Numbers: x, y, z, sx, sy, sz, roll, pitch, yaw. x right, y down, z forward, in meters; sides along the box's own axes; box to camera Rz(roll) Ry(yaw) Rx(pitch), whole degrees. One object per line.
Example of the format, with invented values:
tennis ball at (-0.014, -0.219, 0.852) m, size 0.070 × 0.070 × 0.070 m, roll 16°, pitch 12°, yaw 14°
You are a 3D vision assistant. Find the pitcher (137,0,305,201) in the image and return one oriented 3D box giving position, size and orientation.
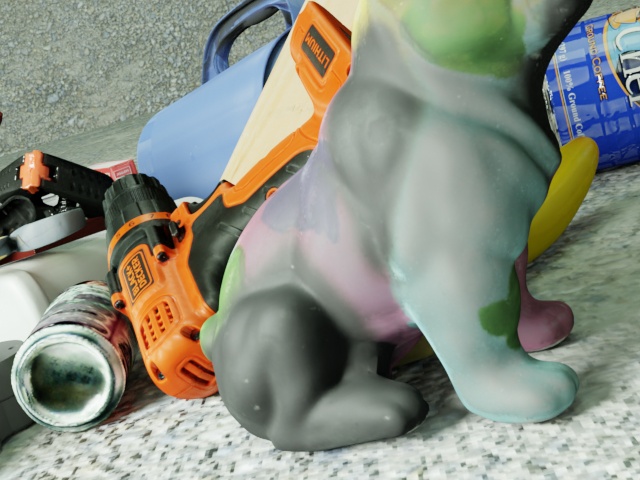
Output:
pitcher at (-0.060, -0.101, 0.915) m, size 0.243 × 0.144 × 0.149 m, roll -13°, pitch 48°, yaw 52°

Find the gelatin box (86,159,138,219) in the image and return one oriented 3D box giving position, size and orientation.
gelatin box at (-0.197, -0.037, 1.012) m, size 0.030 × 0.073 × 0.089 m, roll -25°, pitch 15°, yaw -34°

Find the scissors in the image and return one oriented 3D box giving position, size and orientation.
scissors at (-0.203, 0.005, 0.674) m, size 0.096 × 0.016 × 0.202 m, roll -23°, pitch 6°, yaw -27°

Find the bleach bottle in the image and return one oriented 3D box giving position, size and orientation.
bleach bottle at (-0.137, 0.018, 0.733) m, size 0.103 × 0.068 × 0.250 m, roll -11°, pitch 12°, yaw 35°

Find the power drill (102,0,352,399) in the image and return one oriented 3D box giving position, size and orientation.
power drill at (-0.040, -0.032, 0.560) m, size 0.188 × 0.057 × 0.184 m, roll -48°, pitch 37°, yaw 13°

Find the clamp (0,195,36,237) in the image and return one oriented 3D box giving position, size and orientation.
clamp at (-0.277, 0.029, 0.777) m, size 0.172 × 0.039 × 0.120 m, roll -33°, pitch 4°, yaw 38°

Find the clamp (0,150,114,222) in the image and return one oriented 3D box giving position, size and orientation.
clamp at (-0.196, -0.033, 0.869) m, size 0.164 × 0.036 × 0.210 m, roll 2°, pitch -10°, yaw -5°
